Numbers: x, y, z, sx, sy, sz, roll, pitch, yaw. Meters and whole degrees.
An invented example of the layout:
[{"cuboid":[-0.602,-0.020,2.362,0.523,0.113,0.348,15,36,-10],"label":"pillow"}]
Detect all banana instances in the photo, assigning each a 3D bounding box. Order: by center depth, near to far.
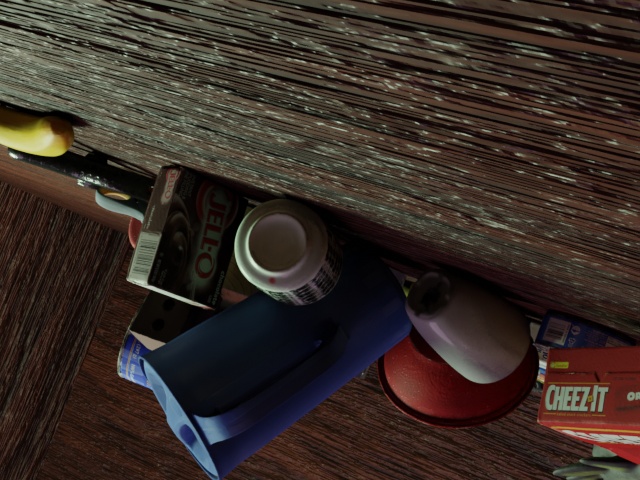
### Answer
[{"cuboid":[-0.276,-0.103,0.980,0.198,0.037,0.069,17,175,39],"label":"banana"}]

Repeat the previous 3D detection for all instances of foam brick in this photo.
[{"cuboid":[-0.141,0.072,1.046,0.053,0.078,0.051,17,160,21],"label":"foam brick"}]

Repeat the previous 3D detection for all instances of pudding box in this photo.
[{"cuboid":[-0.121,-0.002,0.982,0.039,0.113,0.089,10,169,43],"label":"pudding box"}]

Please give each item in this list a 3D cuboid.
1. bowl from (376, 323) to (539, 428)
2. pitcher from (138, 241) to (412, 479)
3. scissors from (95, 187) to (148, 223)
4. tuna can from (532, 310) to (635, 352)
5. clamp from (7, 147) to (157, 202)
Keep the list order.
[{"cuboid":[0.134,0.104,1.051,0.162,0.162,0.055,19,141,27],"label":"bowl"},{"cuboid":[-0.033,0.105,0.987,0.149,0.242,0.145,46,159,33],"label":"pitcher"},{"cuboid":[-0.202,-0.026,1.151,0.096,0.016,0.202,7,-160,-6],"label":"scissors"},{"cuboid":[0.237,0.093,0.957,0.086,0.034,0.086,21,175,2],"label":"tuna can"},{"cuboid":[-0.254,-0.078,1.163,0.171,0.039,0.120,21,-173,-17],"label":"clamp"}]
